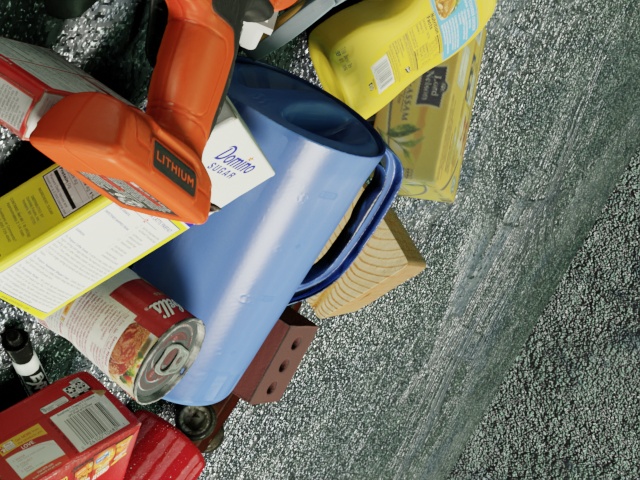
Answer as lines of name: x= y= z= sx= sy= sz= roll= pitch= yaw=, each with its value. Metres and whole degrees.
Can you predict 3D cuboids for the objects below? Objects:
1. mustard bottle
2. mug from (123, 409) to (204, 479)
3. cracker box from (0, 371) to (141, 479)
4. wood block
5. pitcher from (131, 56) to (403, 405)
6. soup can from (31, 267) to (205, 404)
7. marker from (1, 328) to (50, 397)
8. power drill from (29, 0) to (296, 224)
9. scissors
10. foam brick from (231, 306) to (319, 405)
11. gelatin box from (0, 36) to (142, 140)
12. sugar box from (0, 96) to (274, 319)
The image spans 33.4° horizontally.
mustard bottle: x=0.084 y=-0.181 z=0.865 sx=0.191 sy=0.058 sz=0.096 roll=-36 pitch=143 yaw=-8
mug: x=-0.156 y=0.209 z=0.943 sx=0.081 sy=0.093 sz=0.117 roll=-51 pitch=163 yaw=-28
cracker box: x=-0.230 y=0.210 z=0.767 sx=0.163 sy=0.072 sz=0.214 roll=-28 pitch=151 yaw=-44
wood block: x=0.031 y=0.009 z=0.975 sx=0.091 sy=0.090 sz=0.206 roll=-32 pitch=173 yaw=7
pitcher: x=-0.055 y=0.001 z=0.785 sx=0.243 sy=0.149 sz=0.144 roll=-61 pitch=172 yaw=22
soup can: x=-0.138 y=0.054 z=0.720 sx=0.068 sy=0.102 sz=0.068 roll=-46 pitch=158 yaw=-26
marker: x=-0.203 y=0.096 z=0.755 sx=0.020 sy=0.020 sz=0.121 roll=-46 pitch=158 yaw=-26
power drill: x=-0.072 y=-0.115 z=0.518 sx=0.184 sy=0.057 sz=0.187 roll=44 pitch=63 yaw=-61
scissors: x=0.024 y=-0.178 z=0.711 sx=0.202 sy=0.016 sz=0.096 roll=-25 pitch=-156 yaw=39
foam brick: x=-0.049 y=0.092 z=0.898 sx=0.078 sy=0.051 sz=0.052 roll=-62 pitch=155 yaw=9
gelatin box: x=-0.145 y=-0.076 z=0.546 sx=0.030 sy=0.073 sz=0.089 roll=-61 pitch=160 yaw=11
sugar box: x=-0.120 y=-0.024 z=0.638 sx=0.176 sy=0.048 sz=0.093 roll=-34 pitch=160 yaw=0
